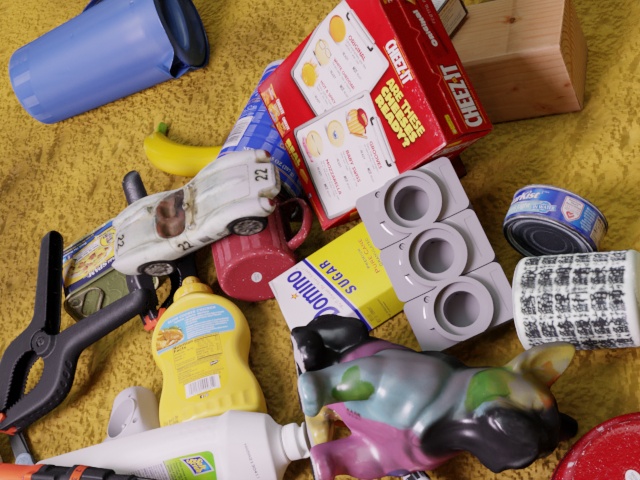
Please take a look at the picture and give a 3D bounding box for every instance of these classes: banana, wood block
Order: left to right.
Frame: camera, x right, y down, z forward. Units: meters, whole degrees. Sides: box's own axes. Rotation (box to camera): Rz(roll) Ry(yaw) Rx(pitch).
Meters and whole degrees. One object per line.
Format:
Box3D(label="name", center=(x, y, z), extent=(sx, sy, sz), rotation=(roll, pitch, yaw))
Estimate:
Box3D(label="banana", center=(-0.146, -0.103, 1.241), extent=(0.198, 0.037, 0.069), rotation=(17, 66, 39))
Box3D(label="wood block", center=(0.157, -0.179, 1.089), extent=(0.206, 0.090, 0.090), rotation=(-6, 50, 27))

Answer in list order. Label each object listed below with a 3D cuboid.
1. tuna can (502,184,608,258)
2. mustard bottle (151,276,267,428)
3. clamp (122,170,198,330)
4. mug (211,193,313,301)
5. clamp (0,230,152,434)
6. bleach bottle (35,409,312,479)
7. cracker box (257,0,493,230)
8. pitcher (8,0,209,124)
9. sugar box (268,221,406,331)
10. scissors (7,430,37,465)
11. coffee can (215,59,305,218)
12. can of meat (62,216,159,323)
Box3D(label="tuna can", center=(0.202, -0.010, 0.924), extent=(0.086, 0.086, 0.033), rotation=(10, 61, 36))
Box3D(label="mustard bottle", center=(-0.114, 0.107, 1.030), extent=(0.096, 0.058, 0.192), rotation=(-20, 46, 3))
Box3D(label="clamp", center=(-0.153, 0.013, 1.127), extent=(0.039, 0.120, 0.171), rotation=(143, 130, -58))
Box3D(label="mug", center=(-0.057, 0.001, 1.064), extent=(0.117, 0.093, 0.081), rotation=(-29, 49, 17))
Box3D(label="clamp", center=(-0.264, 0.105, 1.084), extent=(0.165, 0.036, 0.210), rotation=(19, 82, 34))
Box3D(label="bleach bottle", center=(-0.126, 0.212, 0.937), extent=(0.251, 0.102, 0.068), rotation=(-16, 23, 10))
Box3D(label="cracker box", center=(0.044, -0.124, 0.998), extent=(0.071, 0.164, 0.214), rotation=(-20, -9, -36))
Box3D(label="pitcher", center=(-0.276, -0.249, 1.379), extent=(0.243, 0.145, 0.149), rotation=(-20, 15, 19))
Box3D(label="sugar box", center=(0.045, 0.032, 1.011), extent=(0.176, 0.048, 0.093), rotation=(-32, 45, 2))
Box3D(label="scissors", center=(-0.277, 0.221, 1.064), extent=(0.096, 0.016, 0.202), rotation=(-25, 45, 8))
Box3D(label="coffee can", center=(-0.042, -0.107, 1.137), extent=(0.103, 0.102, 0.140), rotation=(6, 58, 34))
Box3D(label="can of meat", center=(-0.236, 0.032, 1.169), extent=(0.102, 0.057, 0.084), rotation=(-32, 43, 4))
